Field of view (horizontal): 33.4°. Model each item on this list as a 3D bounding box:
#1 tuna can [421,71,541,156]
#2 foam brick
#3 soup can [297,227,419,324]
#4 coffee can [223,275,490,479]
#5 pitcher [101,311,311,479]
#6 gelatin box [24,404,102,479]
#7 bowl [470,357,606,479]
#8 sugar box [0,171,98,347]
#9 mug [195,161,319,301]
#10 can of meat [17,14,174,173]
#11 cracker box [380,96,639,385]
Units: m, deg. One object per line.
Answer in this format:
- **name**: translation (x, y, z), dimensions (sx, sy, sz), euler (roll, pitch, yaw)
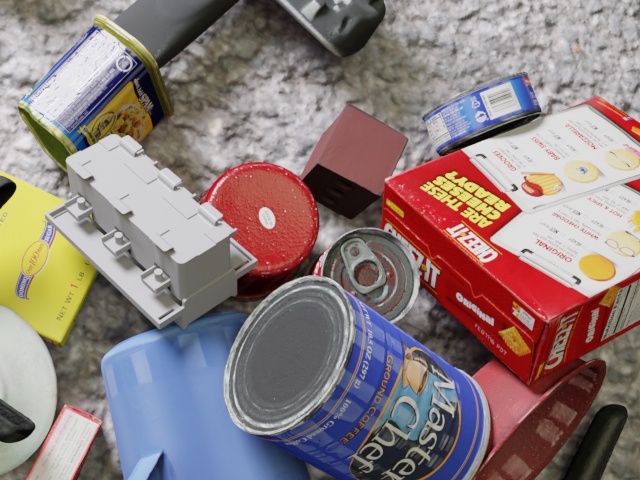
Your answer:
- **tuna can**: translation (0.122, -0.095, 0.807), dimensions (0.086, 0.086, 0.034), euler (-21, 86, -16)
- **foam brick**: translation (0.022, -0.056, 0.782), dimensions (0.053, 0.078, 0.051), euler (29, 73, -6)
- **soup can**: translation (0.022, 0.034, 0.752), dimensions (0.068, 0.102, 0.068), euler (2, 79, -12)
- **coffee can**: translation (0.025, 0.099, 0.664), dimensions (0.140, 0.103, 0.102), euler (36, 71, -36)
- **pitcher**: translation (-0.067, 0.175, 0.687), dimensions (0.144, 0.149, 0.243), euler (-15, 80, -15)
- **gelatin box**: translation (-0.175, 0.154, 0.700), dimensions (0.030, 0.073, 0.089), euler (27, 75, -6)
- **bowl**: translation (0.127, 0.130, 0.748), dimensions (0.162, 0.162, 0.055), euler (-41, 62, -16)
- **sugar box**: translation (-0.238, -0.005, 0.731), dimensions (0.176, 0.048, 0.093), euler (25, 76, -8)
- **mug**: translation (-0.055, 0.001, 0.752), dimensions (0.093, 0.082, 0.117), euler (41, 74, -3)
- **can of meat**: translation (-0.154, -0.091, 0.737), dimensions (0.057, 0.102, 0.084), euler (37, 76, 14)
- **cracker box**: translation (0.174, -0.009, 0.752), dimensions (0.213, 0.072, 0.164), euler (-23, 47, -27)
